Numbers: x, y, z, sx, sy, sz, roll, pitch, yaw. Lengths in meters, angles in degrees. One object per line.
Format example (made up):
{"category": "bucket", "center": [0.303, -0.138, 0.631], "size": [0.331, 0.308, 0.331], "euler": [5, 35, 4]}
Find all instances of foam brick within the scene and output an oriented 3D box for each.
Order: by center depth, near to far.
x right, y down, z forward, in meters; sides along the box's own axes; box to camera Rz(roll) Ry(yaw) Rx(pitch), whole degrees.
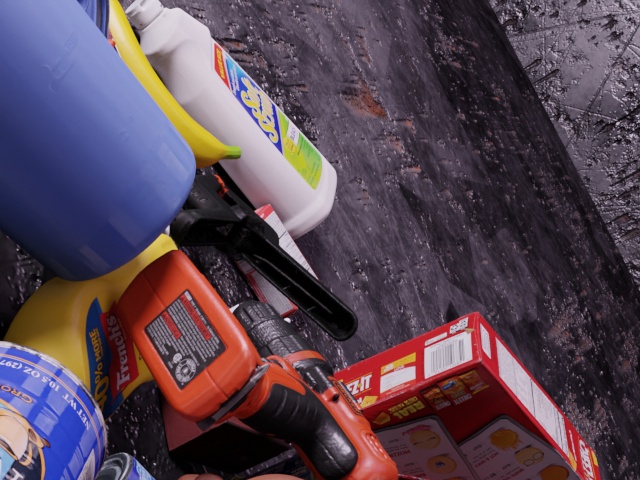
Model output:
{"category": "foam brick", "center": [-0.067, 0.125, 0.753], "size": [0.078, 0.053, 0.051], "euler": [33, 36, -47]}

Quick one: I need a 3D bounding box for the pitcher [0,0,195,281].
{"category": "pitcher", "center": [-0.172, -0.100, 0.562], "size": [0.242, 0.149, 0.145], "euler": [50, 7, -32]}

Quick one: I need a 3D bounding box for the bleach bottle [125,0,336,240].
{"category": "bleach bottle", "center": [-0.086, -0.118, 0.979], "size": [0.250, 0.068, 0.102], "euler": [48, 27, -22]}

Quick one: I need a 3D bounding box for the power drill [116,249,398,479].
{"category": "power drill", "center": [-0.042, 0.077, 0.665], "size": [0.185, 0.057, 0.187], "euler": [48, 6, 39]}

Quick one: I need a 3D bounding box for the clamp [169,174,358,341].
{"category": "clamp", "center": [-0.055, 0.001, 0.831], "size": [0.164, 0.036, 0.210], "euler": [35, 7, -21]}

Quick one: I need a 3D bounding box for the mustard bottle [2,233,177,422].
{"category": "mustard bottle", "center": [-0.142, 0.064, 0.642], "size": [0.191, 0.058, 0.096], "euler": [-43, 138, -65]}

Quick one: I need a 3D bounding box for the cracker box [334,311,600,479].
{"category": "cracker box", "center": [0.126, 0.177, 0.950], "size": [0.213, 0.164, 0.072], "euler": [48, 29, -28]}

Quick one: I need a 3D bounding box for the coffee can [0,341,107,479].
{"category": "coffee can", "center": [-0.164, 0.123, 0.477], "size": [0.102, 0.103, 0.140], "euler": [54, 19, -17]}

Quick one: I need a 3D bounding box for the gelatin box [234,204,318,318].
{"category": "gelatin box", "center": [-0.043, 0.020, 0.949], "size": [0.089, 0.030, 0.073], "euler": [58, 22, -8]}
